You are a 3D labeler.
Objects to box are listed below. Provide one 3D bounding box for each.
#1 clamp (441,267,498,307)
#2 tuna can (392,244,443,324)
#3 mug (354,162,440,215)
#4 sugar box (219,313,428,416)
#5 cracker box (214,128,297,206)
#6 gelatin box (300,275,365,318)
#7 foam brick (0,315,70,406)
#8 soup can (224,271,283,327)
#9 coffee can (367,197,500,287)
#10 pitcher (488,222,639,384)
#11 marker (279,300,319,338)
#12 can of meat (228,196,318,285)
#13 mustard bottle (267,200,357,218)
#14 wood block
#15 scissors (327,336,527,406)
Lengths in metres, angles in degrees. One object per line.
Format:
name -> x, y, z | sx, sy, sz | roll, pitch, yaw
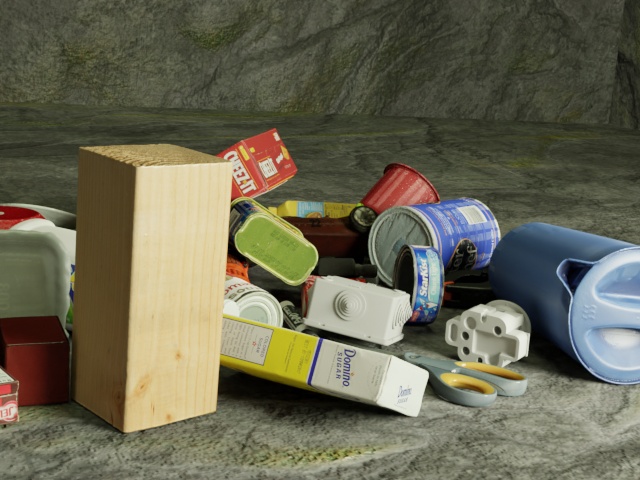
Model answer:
clamp -> 0.214, 0.055, 1.265 | 0.171, 0.039, 0.120 | -15, 17, -40
tuna can -> 0.104, 0.048, 1.146 | 0.033, 0.086, 0.086 | 4, 12, -12
mug -> 0.104, -0.032, 1.408 | 0.081, 0.117, 0.093 | -47, 26, -24
sugar box -> -0.008, 0.103, 0.890 | 0.176, 0.048, 0.093 | 14, -9, 28
cracker box -> -0.147, -0.052, 1.316 | 0.214, 0.072, 0.164 | -28, 5, 15
gelatin box -> 0.016, 0.063, 1.174 | 0.073, 0.030, 0.089 | 4, 13, -3
foam brick -> -0.236, 0.097, 0.875 | 0.051, 0.053, 0.078 | 0, 14, -21
soup can -> -0.091, 0.067, 1.030 | 0.068, 0.068, 0.102 | -4, 16, -35
coffee can -> 0.142, 0.002, 1.323 | 0.103, 0.103, 0.140 | 15, 16, 40
pitcher -> 0.275, 0.058, 1.108 | 0.145, 0.149, 0.243 | -13, 13, -10
marker -> -0.022, 0.087, 1.077 | 0.020, 0.020, 0.121 | 1, 13, -15
can of meat -> -0.058, 0.001, 1.192 | 0.102, 0.057, 0.084 | 34, 2, -19
mustard bottle -> 0.001, -0.021, 1.481 | 0.191, 0.058, 0.096 | 4, 26, -3
wood block -> -0.135, 0.033, 0.844 | 0.090, 0.206, 0.091 | -7, 17, -41
scissors -> 0.087, 0.119, 0.979 | 0.202, 0.016, 0.096 | 9, 13, 19
